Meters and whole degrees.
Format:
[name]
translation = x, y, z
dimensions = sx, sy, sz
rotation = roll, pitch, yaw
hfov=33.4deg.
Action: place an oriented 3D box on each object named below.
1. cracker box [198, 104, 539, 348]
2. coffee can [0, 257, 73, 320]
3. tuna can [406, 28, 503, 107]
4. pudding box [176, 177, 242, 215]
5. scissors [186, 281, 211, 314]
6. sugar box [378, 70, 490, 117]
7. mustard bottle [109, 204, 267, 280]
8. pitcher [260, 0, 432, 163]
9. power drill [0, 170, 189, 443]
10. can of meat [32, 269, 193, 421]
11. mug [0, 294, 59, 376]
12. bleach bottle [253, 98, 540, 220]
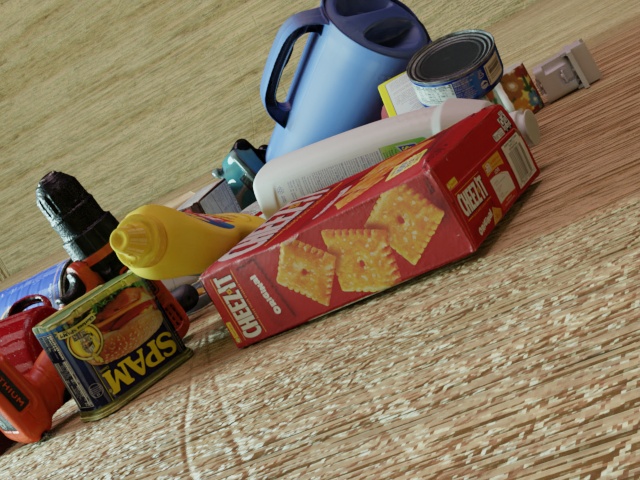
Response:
[cracker box]
translation = 0.037, -0.014, 0.792
dimensions = 0.214, 0.072, 0.164
rotation = -24, 10, 34
[coffee can]
translation = -0.289, 0.083, 1.158
dimensions = 0.141, 0.103, 0.102
rotation = -23, 10, 31
[tuna can]
translation = 0.125, -0.158, 0.989
dimensions = 0.086, 0.033, 0.086
rotation = -20, 34, 14
[pudding box]
translation = -0.117, -0.014, 1.209
dimensions = 0.039, 0.090, 0.113
rotation = -26, 10, 16
[scissors]
translation = -0.153, 0.066, 1.113
dimensions = 0.202, 0.016, 0.096
rotation = -23, 10, 32
[sugar box]
translation = 0.117, -0.115, 1.014
dimensions = 0.093, 0.048, 0.176
rotation = -26, 35, 10
[mustard bottle]
translation = -0.106, 0.003, 0.861
dimensions = 0.096, 0.058, 0.191
rotation = 10, 3, 25
[pitcher]
translation = 0.013, -0.167, 1.247
dimensions = 0.144, 0.149, 0.243
rotation = -51, -8, -50
[power drill]
translation = -0.219, 0.059, 0.884
dimensions = 0.187, 0.184, 0.057
rotation = -45, 16, -30
[can of meat]
translation = -0.165, 0.081, 0.850
dimensions = 0.101, 0.084, 0.058
rotation = -35, 11, -36
[mug]
translation = -0.291, 0.104, 1.055
dimensions = 0.082, 0.093, 0.117
rotation = -20, 46, 20
[bleach bottle]
translation = 0.068, -0.054, 0.902
dimensions = 0.251, 0.102, 0.068
rotation = -15, 23, 33
